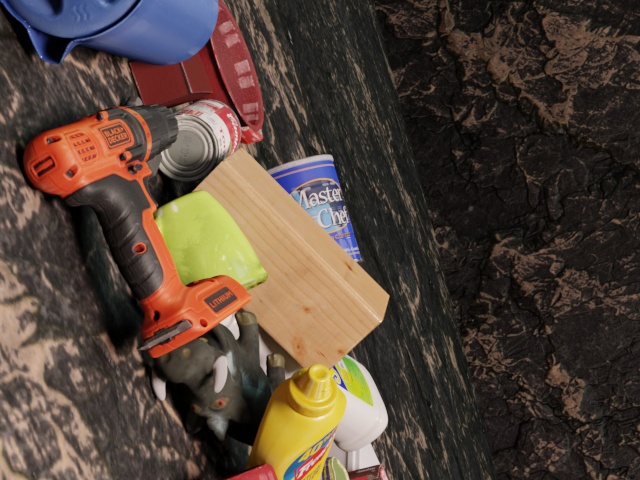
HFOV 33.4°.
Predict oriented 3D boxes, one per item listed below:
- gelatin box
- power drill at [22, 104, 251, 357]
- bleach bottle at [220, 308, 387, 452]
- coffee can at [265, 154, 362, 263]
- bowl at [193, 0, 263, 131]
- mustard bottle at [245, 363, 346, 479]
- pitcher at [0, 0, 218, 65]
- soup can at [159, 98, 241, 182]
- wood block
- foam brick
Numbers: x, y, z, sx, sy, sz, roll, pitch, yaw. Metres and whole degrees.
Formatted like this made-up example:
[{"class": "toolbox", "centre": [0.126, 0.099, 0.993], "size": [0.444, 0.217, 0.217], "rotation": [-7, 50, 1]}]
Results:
[{"class": "gelatin box", "centre": [-0.103, -0.172, 1.326], "size": [0.073, 0.030, 0.089], "rotation": [41, 34, -68]}, {"class": "power drill", "centre": [-0.129, -0.016, 0.824], "size": [0.187, 0.057, 0.184], "rotation": [59, 27, -3]}, {"class": "bleach bottle", "centre": [-0.032, 0.125, 1.071], "size": [0.250, 0.068, 0.102], "rotation": [39, 20, -44]}, {"class": "coffee can", "centre": [-0.015, -0.027, 1.346], "size": [0.102, 0.103, 0.140], "rotation": [1, 72, -77]}, {"class": "bowl", "centre": [-0.120, -0.195, 1.224], "size": [0.162, 0.055, 0.162], "rotation": [-17, 90, -78]}, {"class": "mustard bottle", "centre": [-0.021, 0.167, 0.898], "size": [0.096, 0.058, 0.192], "rotation": [-37, 155, -39]}, {"class": "pitcher", "centre": [-0.161, -0.226, 0.893], "size": [0.145, 0.149, 0.242], "rotation": [62, 8, 3]}, {"class": "soup can", "centre": [-0.121, -0.099, 1.052], "size": [0.102, 0.068, 0.068], "rotation": [-63, 134, -73]}, {"class": "wood block", "centre": [-0.040, 0.020, 1.013], "size": [0.206, 0.090, 0.090], "rotation": [45, 15, -3]}, {"class": "foam brick", "centre": [-0.148, -0.163, 1.062], "size": [0.078, 0.051, 0.053], "rotation": [-38, 109, -77]}]
